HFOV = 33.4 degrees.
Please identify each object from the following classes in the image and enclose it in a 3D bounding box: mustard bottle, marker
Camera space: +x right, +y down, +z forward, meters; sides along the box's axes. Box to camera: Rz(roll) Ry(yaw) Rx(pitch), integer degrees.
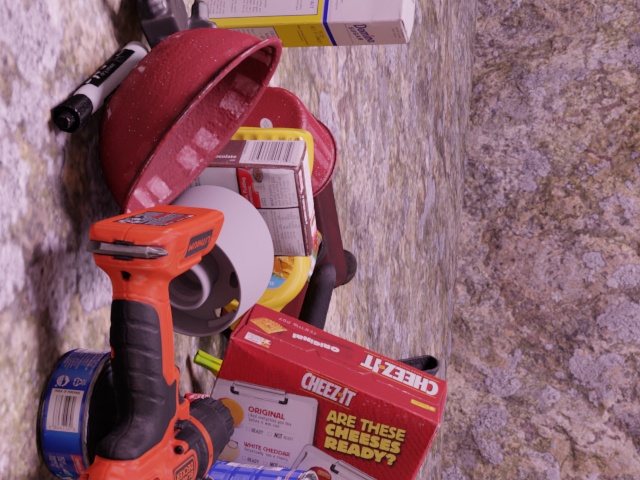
[{"bbox_3d":[-0.056,0.001,0.901,0.058,0.096,0.192,-28,120,-74],"label":"mustard bottle"},{"bbox_3d":[-0.141,-0.100,0.692,0.121,0.020,0.020,-65,154,-57],"label":"marker"}]

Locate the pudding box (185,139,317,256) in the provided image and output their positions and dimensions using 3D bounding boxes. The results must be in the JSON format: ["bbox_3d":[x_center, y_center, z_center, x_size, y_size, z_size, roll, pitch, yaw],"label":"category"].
[{"bbox_3d":[-0.063,-0.032,0.830,0.039,0.113,0.090,-73,161,-49],"label":"pudding box"}]

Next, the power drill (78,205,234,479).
[{"bbox_3d":[-0.096,0.074,0.681,0.184,0.057,0.188,-29,121,-74],"label":"power drill"}]

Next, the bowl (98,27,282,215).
[{"bbox_3d":[-0.097,-0.086,0.710,0.162,0.055,0.162,-50,177,-4],"label":"bowl"}]

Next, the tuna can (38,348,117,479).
[{"bbox_3d":[-0.146,0.112,0.685,0.086,0.034,0.086,3,90,-76],"label":"tuna can"}]

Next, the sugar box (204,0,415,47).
[{"bbox_3d":[-0.011,-0.206,0.871,0.048,0.176,0.093,57,38,-67],"label":"sugar box"}]

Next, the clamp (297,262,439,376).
[{"bbox_3d":[-0.017,0.122,0.955,0.164,0.210,0.036,50,8,-29],"label":"clamp"}]

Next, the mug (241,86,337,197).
[{"bbox_3d":[-0.046,-0.078,0.970,0.117,0.093,0.081,-58,156,-6],"label":"mug"}]

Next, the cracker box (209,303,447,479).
[{"bbox_3d":[-0.016,0.175,0.827,0.072,0.164,0.214,-61,173,-64],"label":"cracker box"}]
